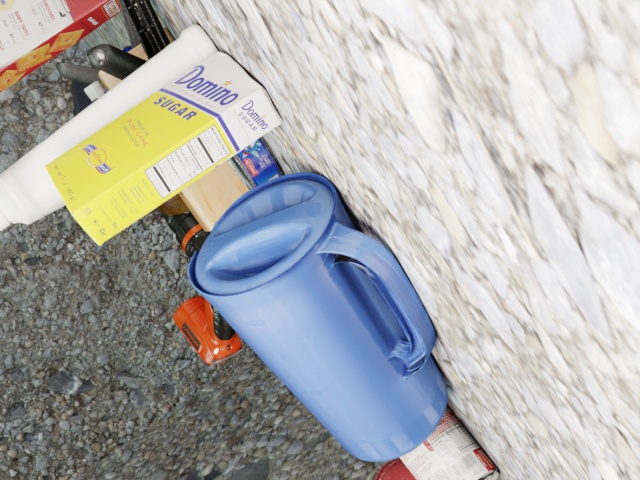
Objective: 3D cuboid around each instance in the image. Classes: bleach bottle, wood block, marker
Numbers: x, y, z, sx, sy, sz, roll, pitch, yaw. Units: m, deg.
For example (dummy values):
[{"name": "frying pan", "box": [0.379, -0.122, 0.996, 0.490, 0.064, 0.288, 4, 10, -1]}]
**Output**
[{"name": "bleach bottle", "box": [-0.194, -0.089, 0.940, 0.068, 0.250, 0.102, 55, 174, -1]}, {"name": "wood block", "box": [-0.149, -0.119, 1.183, 0.206, 0.090, 0.091, 56, 173, -6]}, {"name": "marker", "box": [-0.217, -0.120, 1.172, 0.121, 0.020, 0.020, 56, 174, -11]}]

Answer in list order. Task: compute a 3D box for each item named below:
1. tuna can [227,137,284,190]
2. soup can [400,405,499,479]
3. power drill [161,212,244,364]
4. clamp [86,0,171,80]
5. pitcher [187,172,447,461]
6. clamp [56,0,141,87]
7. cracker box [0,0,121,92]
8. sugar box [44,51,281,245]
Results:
[{"name": "tuna can", "box": [-0.072, -0.085, 1.046, 0.086, 0.033, 0.086, 54, 174, 8]}, {"name": "soup can", "box": [0.114, 0.201, 1.019, 0.102, 0.068, 0.068, 51, 173, 23]}, {"name": "power drill", "box": [-0.146, 0.053, 1.337, 0.185, 0.057, 0.188, 49, 149, 30]}, {"name": "clamp", "box": [-0.154, -0.171, 1.075, 0.209, 0.036, 0.164, 46, -151, -41]}, {"name": "pitcher", "box": [0.017, 0.072, 0.872, 0.242, 0.145, 0.149, 55, -173, -32]}, {"name": "clamp", "box": [-0.206, -0.200, 1.242, 0.171, 0.120, 0.039, 34, 180, -21]}, {"name": "cracker box", "box": [-0.368, -0.298, 1.295, 0.164, 0.213, 0.072, 55, 175, 3]}, {"name": "sugar box", "box": [-0.127, -0.077, 0.853, 0.093, 0.176, 0.048, 46, 172, 50]}]
